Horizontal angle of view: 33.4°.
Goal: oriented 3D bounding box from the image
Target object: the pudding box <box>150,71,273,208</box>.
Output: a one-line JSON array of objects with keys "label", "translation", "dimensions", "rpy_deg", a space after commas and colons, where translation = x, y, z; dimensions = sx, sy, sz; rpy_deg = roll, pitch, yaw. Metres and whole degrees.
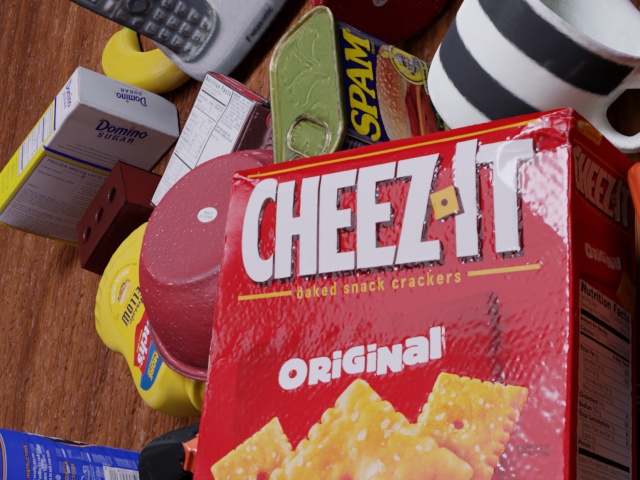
[{"label": "pudding box", "translation": [-0.072, -0.055, 0.757], "dimensions": [0.113, 0.039, 0.090], "rpy_deg": [-64, 34, 9]}]

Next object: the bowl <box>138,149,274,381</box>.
[{"label": "bowl", "translation": [-0.054, 0.001, 0.637], "dimensions": [0.162, 0.055, 0.162], "rpy_deg": [-21, 47, 24]}]

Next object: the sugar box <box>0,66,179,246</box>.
[{"label": "sugar box", "translation": [-0.203, -0.066, 0.904], "dimensions": [0.176, 0.093, 0.048], "rpy_deg": [-43, 43, 36]}]

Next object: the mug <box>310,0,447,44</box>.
[{"label": "mug", "translation": [0.039, -0.171, 0.618], "dimensions": [0.117, 0.093, 0.081], "rpy_deg": [-21, 56, 6]}]

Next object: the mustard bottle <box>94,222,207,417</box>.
[{"label": "mustard bottle", "translation": [-0.093, 0.063, 0.715], "dimensions": [0.096, 0.058, 0.192], "rpy_deg": [-61, 35, 7]}]

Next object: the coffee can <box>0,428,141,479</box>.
[{"label": "coffee can", "translation": [-0.174, 0.181, 0.701], "dimensions": [0.103, 0.140, 0.103], "rpy_deg": [-30, 52, 46]}]

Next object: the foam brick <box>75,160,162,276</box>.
[{"label": "foam brick", "translation": [-0.152, -0.013, 0.842], "dimensions": [0.078, 0.051, 0.053], "rpy_deg": [-52, 38, 28]}]

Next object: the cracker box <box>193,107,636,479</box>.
[{"label": "cracker box", "translation": [0.032, 0.068, 0.414], "dimensions": [0.164, 0.072, 0.213], "rpy_deg": [-8, 68, 35]}]

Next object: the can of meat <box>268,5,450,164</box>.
[{"label": "can of meat", "translation": [0.023, -0.065, 0.581], "dimensions": [0.058, 0.083, 0.102], "rpy_deg": [-36, 47, 42]}]

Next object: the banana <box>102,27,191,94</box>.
[{"label": "banana", "translation": [-0.151, -0.157, 0.921], "dimensions": [0.198, 0.037, 0.070], "rpy_deg": [33, 104, 56]}]
